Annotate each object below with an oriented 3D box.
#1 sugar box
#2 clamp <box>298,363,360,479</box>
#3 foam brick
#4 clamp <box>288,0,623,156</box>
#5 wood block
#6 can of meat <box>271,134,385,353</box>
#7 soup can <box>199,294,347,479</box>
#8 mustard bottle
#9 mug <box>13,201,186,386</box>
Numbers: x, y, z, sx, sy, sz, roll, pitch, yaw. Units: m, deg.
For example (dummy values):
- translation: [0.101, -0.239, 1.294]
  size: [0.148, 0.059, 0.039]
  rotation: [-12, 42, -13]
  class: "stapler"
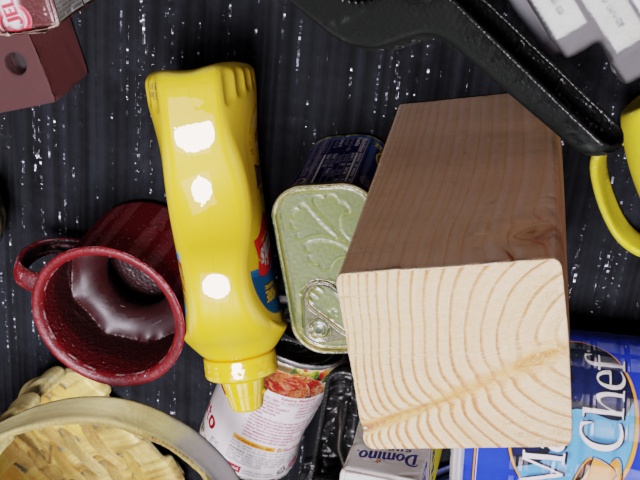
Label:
- translation: [0.046, 0.117, 0.603]
  size: [0.048, 0.176, 0.093]
  rotation: [8, 117, 8]
  class: "sugar box"
- translation: [0.001, 0.158, 0.654]
  size: [0.039, 0.120, 0.171]
  rotation: [19, 153, 11]
  class: "clamp"
- translation: [-0.184, -0.105, 0.614]
  size: [0.078, 0.051, 0.053]
  rotation: [-9, 114, 17]
  class: "foam brick"
- translation: [0.055, -0.140, 0.501]
  size: [0.210, 0.036, 0.165]
  rotation: [21, 125, 25]
  class: "clamp"
- translation: [0.075, 0.004, 0.523]
  size: [0.091, 0.206, 0.090]
  rotation: [-4, 116, 13]
  class: "wood block"
- translation: [0.015, -0.001, 0.603]
  size: [0.057, 0.084, 0.102]
  rotation: [-3, 115, 14]
  class: "can of meat"
- translation: [-0.031, 0.094, 0.671]
  size: [0.068, 0.068, 0.102]
  rotation: [23, 119, 0]
  class: "soup can"
- translation: [-0.053, 0.001, 0.586]
  size: [0.058, 0.096, 0.191]
  rotation: [-7, 98, 1]
  class: "mustard bottle"
- translation: [-0.127, 0.025, 0.649]
  size: [0.117, 0.081, 0.093]
  rotation: [13, 118, 6]
  class: "mug"
